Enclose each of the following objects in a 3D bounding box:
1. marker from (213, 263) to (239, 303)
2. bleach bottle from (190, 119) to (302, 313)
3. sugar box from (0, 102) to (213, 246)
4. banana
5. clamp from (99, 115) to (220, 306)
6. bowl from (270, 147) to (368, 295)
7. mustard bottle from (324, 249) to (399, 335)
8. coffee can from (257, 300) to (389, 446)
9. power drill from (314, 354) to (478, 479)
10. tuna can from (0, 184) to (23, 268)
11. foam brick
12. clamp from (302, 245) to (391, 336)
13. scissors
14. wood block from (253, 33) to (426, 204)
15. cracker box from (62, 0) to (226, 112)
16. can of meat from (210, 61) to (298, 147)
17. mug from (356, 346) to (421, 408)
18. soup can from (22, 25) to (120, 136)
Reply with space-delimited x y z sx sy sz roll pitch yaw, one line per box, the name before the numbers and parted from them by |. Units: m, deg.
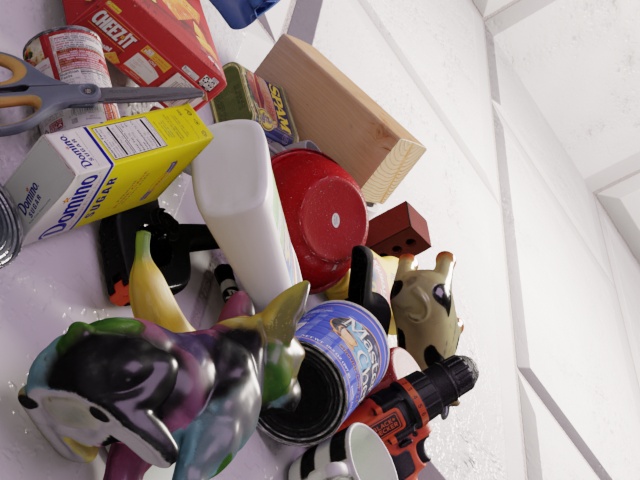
marker | -0.079 0.061 0.995 0.020 0.020 0.121 44 12 -37
bleach bottle | -0.057 0.001 1.000 0.251 0.068 0.102 72 9 -58
sugar box | -0.168 -0.054 0.836 0.048 0.093 0.176 50 32 5
banana | -0.111 0.075 0.884 0.069 0.037 0.197 -64 149 -28
clamp | -0.139 -0.005 0.951 0.164 0.036 0.210 43 28 -26
bowl | -0.002 -0.021 1.142 0.161 0.055 0.162 2 87 -38
mustard bottle | 0.052 0.054 1.272 0.191 0.058 0.096 22 58 -57
coffee can | -0.001 0.123 1.020 0.103 0.103 0.140 62 22 -1
power drill | 0.107 0.227 1.070 0.187 0.184 0.057 64 -12 -7
tuna can | -0.248 -0.013 0.735 0.086 0.034 0.086 47 27 -33
foam brick | 0.099 -0.006 1.420 0.053 0.078 0.051 41 31 -37
clamp | 0.026 0.086 1.165 0.039 0.120 0.171 49 -9 38
scissors | -0.202 -0.127 0.853 0.201 0.016 0.096 -19 59 -32
wood block | 0.016 -0.146 1.286 0.206 0.091 0.090 44 16 22
cracker box | -0.182 -0.244 1.058 0.164 0.072 0.214 39 23 -44
can of meat | -0.079 -0.146 1.224 0.083 0.058 0.102 24 42 -52
mug | 0.070 0.169 1.149 0.117 0.082 0.093 34 35 -49
soup can | -0.208 -0.120 0.901 0.068 0.069 0.102 20 47 -58
